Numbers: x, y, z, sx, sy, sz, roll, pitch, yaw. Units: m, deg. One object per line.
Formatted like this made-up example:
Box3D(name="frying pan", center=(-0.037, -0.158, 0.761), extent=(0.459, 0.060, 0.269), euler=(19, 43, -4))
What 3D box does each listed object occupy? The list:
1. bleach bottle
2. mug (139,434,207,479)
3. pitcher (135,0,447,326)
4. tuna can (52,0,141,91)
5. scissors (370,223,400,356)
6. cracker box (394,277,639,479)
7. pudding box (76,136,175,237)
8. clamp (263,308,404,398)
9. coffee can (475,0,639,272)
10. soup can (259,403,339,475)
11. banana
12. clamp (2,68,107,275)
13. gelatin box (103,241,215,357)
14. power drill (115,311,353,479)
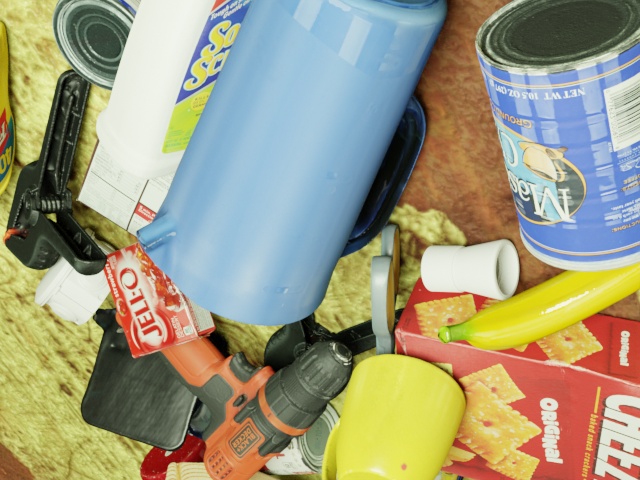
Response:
Box3D(name="bleach bottle", center=(-0.075, -0.152, 0.684), extent=(0.068, 0.102, 0.251), euler=(49, 142, 20))
Box3D(name="mug", center=(-0.121, 0.239, 1.094), extent=(0.117, 0.093, 0.081), euler=(-27, 110, 14))
Box3D(name="pitcher", center=(-0.007, -0.072, 0.693), extent=(0.145, 0.149, 0.243), euler=(29, 125, 3))
Box3D(name="tuna can", center=(-0.151, -0.151, 0.777), extent=(0.086, 0.033, 0.086), euler=(16, 135, 16))
Box3D(name="scissors", center=(0.053, 0.068, 0.835), extent=(0.016, 0.096, 0.202), euler=(4, 142, 9))
Box3D(name="cracker box", center=(0.168, 0.127, 0.827), extent=(0.214, 0.072, 0.164), euler=(12, 135, 19))
Box3D(name="pudding box", center=(-0.141, -0.052, 0.862), extent=(0.090, 0.039, 0.114), euler=(33, 136, -1))
Box3D(name="clamp", center=(0.006, 0.092, 0.912), extent=(0.120, 0.039, 0.172), euler=(25, 135, 14))
Box3D(name="coffee can", center=(0.156, -0.067, 0.630), extent=(0.103, 0.102, 0.140), euler=(1, 129, 29))
Box3D(name="soup can", center=(-0.038, 0.186, 1.002), extent=(0.102, 0.068, 0.068), euler=(-12, 123, 37))
Box3D(name="banana", center=(0.179, 0.033, 0.729), extent=(0.198, 0.069, 0.037), euler=(-29, 78, 17))
Box3D(name="clamp", center=(-0.223, -0.022, 0.883), extent=(0.036, 0.164, 0.210), euler=(1, 157, -31))
Box3D(name="gelatin box", center=(-0.132, 0.044, 0.862), extent=(0.073, 0.030, 0.089), euler=(-19, 89, 32))
Box3D(name="power drill", center=(-0.076, 0.091, 0.888), extent=(0.188, 0.057, 0.185), euler=(52, 122, 15))
